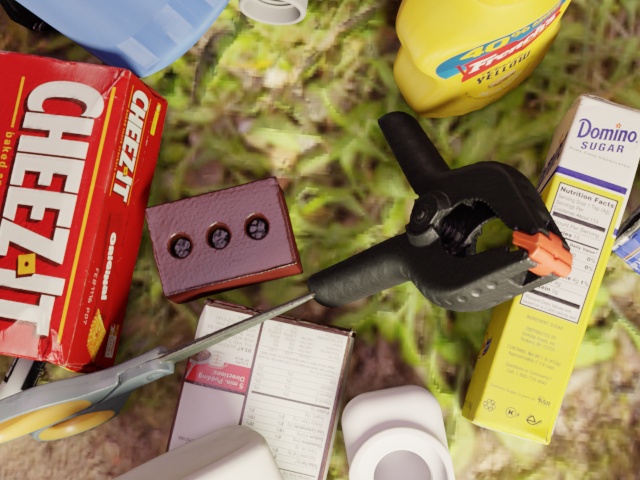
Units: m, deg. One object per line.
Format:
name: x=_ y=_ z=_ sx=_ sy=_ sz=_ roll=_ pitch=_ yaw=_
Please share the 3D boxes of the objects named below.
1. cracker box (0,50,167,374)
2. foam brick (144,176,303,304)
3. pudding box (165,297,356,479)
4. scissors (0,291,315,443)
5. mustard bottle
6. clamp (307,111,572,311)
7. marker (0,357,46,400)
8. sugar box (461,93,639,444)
cracker box: x=-0.210 y=-0.024 z=0.600 sx=0.214 sy=0.072 sz=0.164 roll=9 pitch=83 yaw=13
foam brick: x=-0.054 y=0.001 z=0.607 sx=0.078 sy=0.051 sz=0.053 roll=-15 pitch=82 yaw=3
pudding box: x=-0.035 y=0.096 z=0.601 sx=0.090 sy=0.039 sz=0.113 roll=12 pitch=87 yaw=4
scissors: x=-0.093 y=0.074 z=0.580 sx=0.202 sy=0.096 sz=0.016 roll=-20 pitch=72 yaw=0
mustard bottle: x=0.084 y=-0.118 z=0.540 sx=0.096 sy=0.191 sz=0.058 roll=-28 pitch=82 yaw=0
clamp: x=0.064 y=-0.016 z=0.564 sx=0.039 sy=0.172 sz=0.120 roll=20 pitch=80 yaw=-38
marker: x=-0.157 y=0.044 z=0.625 sx=0.020 sy=0.020 sz=0.121 roll=25 pitch=86 yaw=7
sugar box: x=0.123 y=0.018 z=0.571 sx=0.048 sy=0.093 sz=0.176 roll=16 pitch=84 yaw=5
